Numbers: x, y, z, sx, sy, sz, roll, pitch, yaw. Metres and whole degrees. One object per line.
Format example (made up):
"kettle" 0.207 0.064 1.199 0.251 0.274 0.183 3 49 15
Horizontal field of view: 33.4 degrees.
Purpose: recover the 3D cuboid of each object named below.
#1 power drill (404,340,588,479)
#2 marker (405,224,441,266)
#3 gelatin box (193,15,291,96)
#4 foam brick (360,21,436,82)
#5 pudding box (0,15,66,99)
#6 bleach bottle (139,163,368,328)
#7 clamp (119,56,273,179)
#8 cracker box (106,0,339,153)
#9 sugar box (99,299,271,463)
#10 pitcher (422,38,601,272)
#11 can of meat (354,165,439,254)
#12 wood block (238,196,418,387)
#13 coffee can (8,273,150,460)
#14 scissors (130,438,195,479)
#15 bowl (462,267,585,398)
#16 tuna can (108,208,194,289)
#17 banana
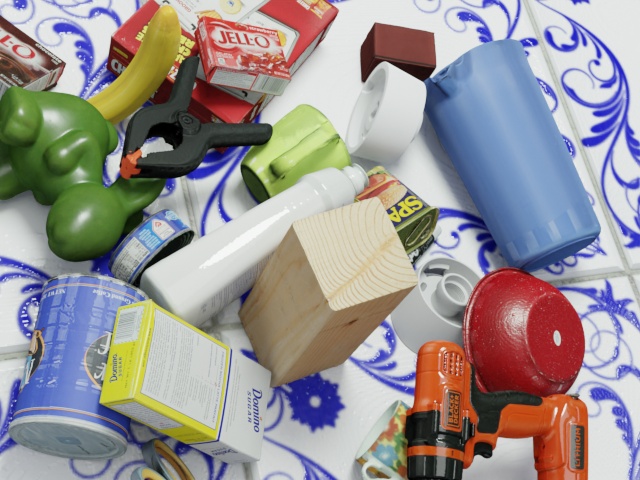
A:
"power drill" 0.164 0.198 0.996 0.187 0.057 0.184 16 69 -27
"marker" 0.092 0.024 1.151 0.020 0.020 0.121 40 60 4
"gelatin box" -0.080 -0.190 1.094 0.089 0.030 0.073 6 50 -29
"foam brick" 0.090 -0.215 1.250 0.078 0.053 0.051 7 63 -16
"pudding box" -0.332 -0.187 1.089 0.113 0.039 0.090 38 36 1
"bleach bottle" -0.057 0.001 1.050 0.250 0.103 0.068 -34 77 -23
"clamp" -0.139 -0.117 1.046 0.120 0.039 0.171 46 46 16
"cracker box" -0.106 -0.223 1.179 0.164 0.072 0.213 36 60 2
"sugar box" -0.116 0.131 0.960 0.176 0.048 0.093 41 46 -46
"pitcher" 0.219 -0.092 1.197 0.149 0.145 0.243 -20 76 -13
"can of meat" 0.061 -0.023 1.132 0.102 0.057 0.084 -32 59 -29
"wood block" 0.001 0.054 0.997 0.090 0.206 0.090 -16 71 -25
"coffee can" -0.213 0.114 0.957 0.102 0.103 0.140 13 61 -12
"scissors" -0.102 0.261 0.942 0.016 0.096 0.202 -41 77 14
"bowl" 0.222 0.103 1.101 0.161 0.055 0.162 10 73 -36
"tuna can" -0.164 0.010 1.035 0.034 0.086 0.086 44 60 8
"banana" -0.193 -0.163 1.076 0.069 0.198 0.037 0 58 -56
